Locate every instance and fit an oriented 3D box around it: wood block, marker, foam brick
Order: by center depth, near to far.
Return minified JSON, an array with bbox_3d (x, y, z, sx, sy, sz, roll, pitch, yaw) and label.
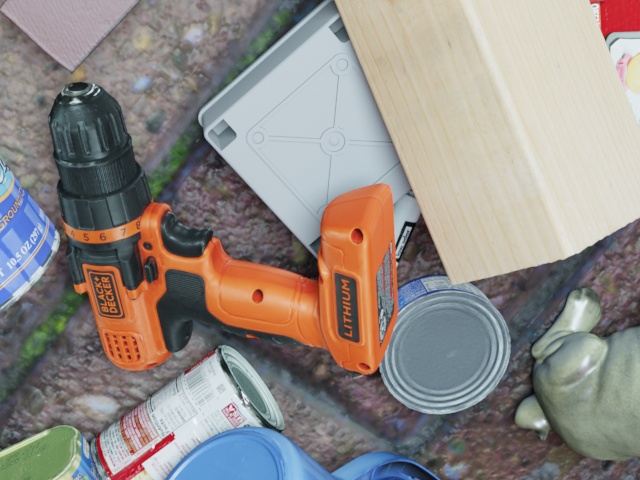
[{"bbox_3d":[0.085,-0.092,0.555,0.090,0.090,0.206,-25,94,-35],"label":"wood block"},{"bbox_3d":[-0.126,-0.137,0.575,0.078,0.053,0.051,-44,110,9],"label":"foam brick"},{"bbox_3d":[0.035,0.025,0.674,0.020,0.020,0.121,18,106,-14],"label":"marker"}]

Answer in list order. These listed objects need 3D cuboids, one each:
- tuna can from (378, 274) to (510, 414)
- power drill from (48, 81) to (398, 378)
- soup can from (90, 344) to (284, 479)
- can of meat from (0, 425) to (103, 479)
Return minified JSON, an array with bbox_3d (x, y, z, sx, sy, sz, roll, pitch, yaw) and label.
[{"bbox_3d":[0.076,0.066,0.687,0.086,0.034,0.086,-3,110,-7],"label":"tuna can"},{"bbox_3d":[-0.054,0.001,0.590,0.188,0.057,0.184,6,127,18],"label":"power drill"},{"bbox_3d":[-0.082,0.120,0.666,0.102,0.068,0.068,-36,110,5],"label":"soup can"},{"bbox_3d":[-0.174,0.173,0.668,0.102,0.057,0.084,-26,122,2],"label":"can of meat"}]
